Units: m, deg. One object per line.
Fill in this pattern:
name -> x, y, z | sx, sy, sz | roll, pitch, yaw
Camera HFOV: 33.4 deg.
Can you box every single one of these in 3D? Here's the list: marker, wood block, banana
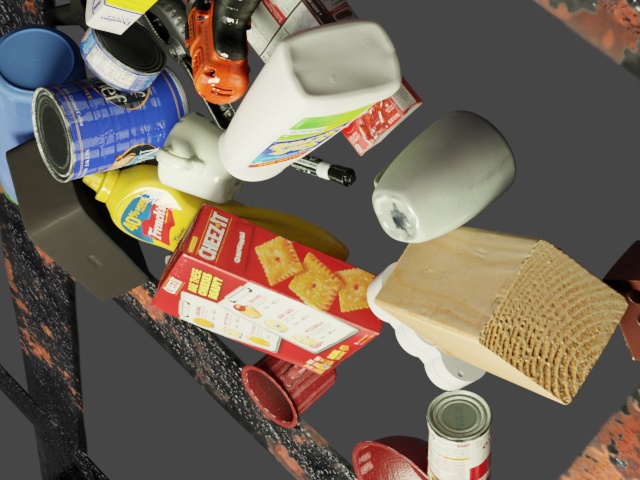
marker -> -0.011, -0.076, 1.059 | 0.121, 0.020, 0.020 | 22, 139, 41
wood block -> 0.134, 0.049, 0.844 | 0.090, 0.090, 0.206 | 34, 174, -17
banana -> -0.067, -0.009, 1.133 | 0.198, 0.037, 0.069 | 4, 149, 24

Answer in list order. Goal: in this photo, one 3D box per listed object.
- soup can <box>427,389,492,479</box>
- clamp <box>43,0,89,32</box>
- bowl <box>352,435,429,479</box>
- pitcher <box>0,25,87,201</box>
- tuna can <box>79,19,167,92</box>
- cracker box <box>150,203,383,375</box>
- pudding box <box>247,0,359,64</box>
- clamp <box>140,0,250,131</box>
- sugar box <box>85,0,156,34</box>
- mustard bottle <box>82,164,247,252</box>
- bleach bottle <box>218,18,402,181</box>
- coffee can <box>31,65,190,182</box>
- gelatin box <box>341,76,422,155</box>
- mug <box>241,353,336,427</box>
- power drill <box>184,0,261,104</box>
soup can -> 0.144, 0.212, 1.112 | 0.069, 0.068, 0.102 | 30, 143, 33
clamp -> -0.241, -0.236, 1.183 | 0.164, 0.036, 0.210 | 50, 154, 0
bowl -> 0.114, 0.282, 1.242 | 0.162, 0.055, 0.162 | 35, 146, 27
pitcher -> -0.345, -0.151, 1.294 | 0.243, 0.149, 0.145 | 107, 147, -62
tuna can -> -0.204, -0.194, 1.101 | 0.086, 0.086, 0.034 | 49, 124, 4
cracker box -> -0.055, 0.056, 1.125 | 0.213, 0.072, 0.164 | 24, 152, -11
pudding box -> -0.020, -0.186, 0.931 | 0.090, 0.039, 0.114 | 52, 152, -1
clamp -> -0.128, -0.197, 1.066 | 0.171, 0.039, 0.120 | 51, 152, 1
sugar box -> -0.172, -0.267, 1.002 | 0.177, 0.048, 0.093 | -17, 67, 56
mustard bottle -> -0.176, -0.034, 1.202 | 0.191, 0.058, 0.096 | 26, 133, -15
bleach bottle -> -0.024, -0.105, 0.923 | 0.251, 0.102, 0.068 | -38, 69, 66
coffee can -> -0.225, -0.128, 1.151 | 0.103, 0.140, 0.103 | 33, 131, 46
gelatin box -> 0.038, -0.124, 0.927 | 0.073, 0.030, 0.089 | 52, 150, 1
mug -> -0.032, 0.161, 1.284 | 0.093, 0.081, 0.117 | 47, 150, 8
power drill -> -0.065, -0.233, 0.871 | 0.188, 0.057, 0.184 | 120, 148, -49
